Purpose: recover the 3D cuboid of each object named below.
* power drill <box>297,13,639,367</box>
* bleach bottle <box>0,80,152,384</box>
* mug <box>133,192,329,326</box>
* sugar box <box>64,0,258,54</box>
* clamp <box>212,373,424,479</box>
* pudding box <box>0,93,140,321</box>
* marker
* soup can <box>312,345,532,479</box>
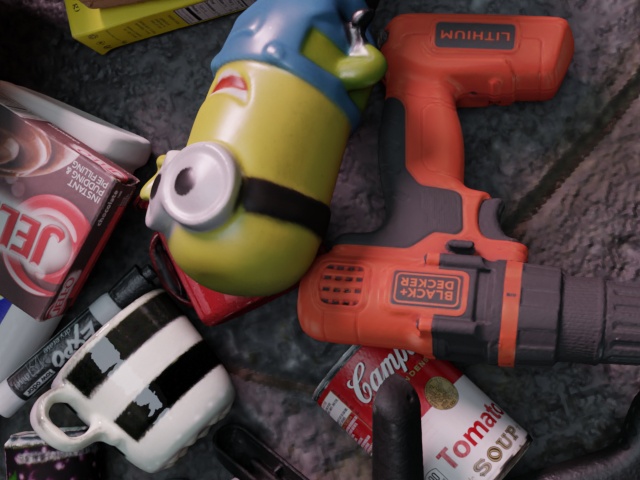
[{"bbox_3d":[0.089,-0.027,0.552,0.184,0.057,0.187,5,65,10],"label":"power drill"},{"bbox_3d":[-0.196,0.037,0.646,0.103,0.068,0.251,24,95,14],"label":"bleach bottle"},{"bbox_3d":[-0.054,0.001,0.605,0.117,0.093,0.081,-30,85,36],"label":"mug"},{"bbox_3d":[-0.069,-0.182,0.636,0.176,0.048,0.093,-15,83,13],"label":"sugar box"},{"bbox_3d":[0.039,0.167,0.560,0.210,0.036,0.165,56,140,2],"label":"clamp"},{"bbox_3d":[-0.168,-0.023,0.584,0.113,0.039,0.090,32,99,13],"label":"pudding box"},{"bbox_3d":[-0.142,0.057,0.619,0.121,0.020,0.020,-41,79,2],"label":"marker"},{"bbox_3d":[0.055,0.096,0.578,0.102,0.068,0.068,43,96,12],"label":"soup can"}]
